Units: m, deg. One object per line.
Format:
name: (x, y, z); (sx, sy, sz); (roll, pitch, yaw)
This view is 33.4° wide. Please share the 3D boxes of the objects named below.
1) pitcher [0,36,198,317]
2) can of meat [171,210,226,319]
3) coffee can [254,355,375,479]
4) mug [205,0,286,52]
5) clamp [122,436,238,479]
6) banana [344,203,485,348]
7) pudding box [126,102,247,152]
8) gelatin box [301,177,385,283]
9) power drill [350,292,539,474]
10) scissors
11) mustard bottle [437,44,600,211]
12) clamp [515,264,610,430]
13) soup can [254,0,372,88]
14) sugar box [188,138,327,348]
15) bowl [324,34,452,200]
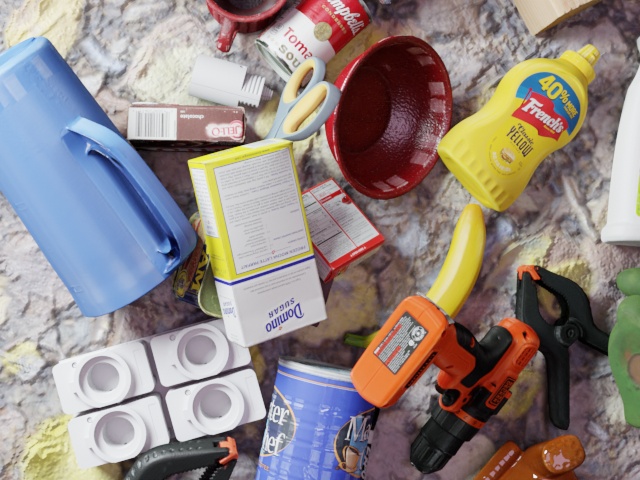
pitcher: (-0.221, -0.061, 0.972); (0.149, 0.145, 0.242); (-29, 111, 7)
can of meat: (-0.099, 0.021, 1.040); (0.057, 0.084, 0.102); (18, 86, -29)
coffee can: (-0.004, 0.192, 1.040); (0.102, 0.103, 0.140); (12, 88, -4)
mug: (-0.078, -0.241, 1.056); (0.093, 0.081, 0.117); (16, 87, -4)
clamp: (-0.163, 0.263, 1.028); (0.210, 0.036, 0.164); (-28, 116, 1)
banana: (0.114, 0.053, 1.085); (0.069, 0.037, 0.198); (44, 86, -3)
pudding box: (-0.129, -0.108, 1.044); (0.113, 0.090, 0.039); (3, 87, -4)
gelatin box: (0.007, -0.011, 1.057); (0.073, 0.030, 0.089); (-29, 71, -34)
power drill: (0.111, 0.137, 1.020); (0.057, 0.187, 0.184); (40, 99, 40)
scissors: (-0.049, -0.107, 1.044); (0.016, 0.202, 0.096); (24, 51, -32)
mustard bottle: (0.214, -0.127, 1.085); (0.191, 0.058, 0.096); (-46, 109, -5)
clamp: (0.262, 0.095, 1.096); (0.120, 0.039, 0.171); (-23, 93, -16)
soup can: (-0.008, -0.209, 1.067); (0.102, 0.068, 0.068); (-44, 92, -4)
sugar box: (-0.057, 0.001, 0.987); (0.093, 0.048, 0.176); (-17, 107, -27)
bowl: (0.057, -0.124, 1.054); (0.161, 0.055, 0.162); (-15, 114, -38)
